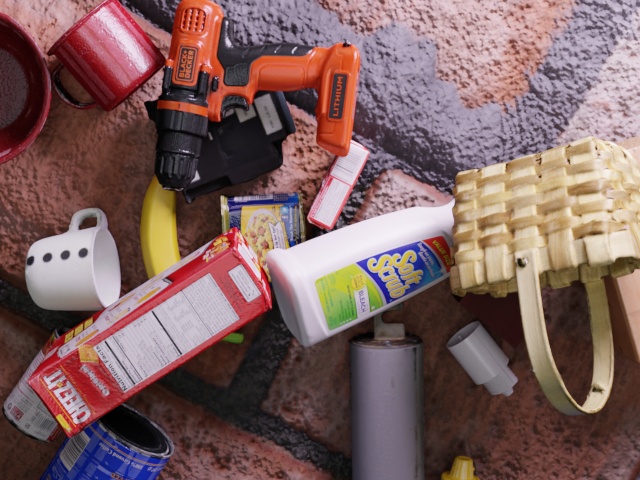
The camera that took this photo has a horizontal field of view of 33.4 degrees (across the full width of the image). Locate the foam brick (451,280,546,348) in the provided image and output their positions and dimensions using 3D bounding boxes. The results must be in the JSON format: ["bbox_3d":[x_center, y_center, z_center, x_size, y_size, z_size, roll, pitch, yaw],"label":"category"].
[{"bbox_3d":[0.184,0.064,1.101,0.078,0.051,0.053,39,94,-5],"label":"foam brick"}]

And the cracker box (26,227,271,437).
[{"bbox_3d":[-0.149,0.079,0.982,0.213,0.164,0.072,-33,98,0],"label":"cracker box"}]

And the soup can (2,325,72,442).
[{"bbox_3d":[-0.272,0.149,1.101,0.068,0.068,0.102,36,96,-5],"label":"soup can"}]

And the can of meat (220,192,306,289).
[{"bbox_3d":[-0.057,0.001,1.090,0.084,0.057,0.102,-3,98,-2],"label":"can of meat"}]

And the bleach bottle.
[{"bbox_3d":[0.076,0.011,1.062,0.250,0.068,0.102,-24,125,-15],"label":"bleach bottle"}]

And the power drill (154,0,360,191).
[{"bbox_3d":[-0.061,-0.128,1.010,0.187,0.057,0.184,8,91,2],"label":"power drill"}]

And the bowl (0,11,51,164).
[{"bbox_3d":[-0.343,-0.153,1.068,0.162,0.055,0.162,0,98,1],"label":"bowl"}]

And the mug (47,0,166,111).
[{"bbox_3d":[-0.216,-0.175,1.054,0.117,0.093,0.081,-37,101,18],"label":"mug"}]

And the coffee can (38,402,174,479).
[{"bbox_3d":[-0.230,0.247,1.096,0.103,0.103,0.140,33,96,-4],"label":"coffee can"}]

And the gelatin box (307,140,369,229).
[{"bbox_3d":[0.016,-0.058,1.074,0.030,0.073,0.089,26,97,-3],"label":"gelatin box"}]

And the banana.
[{"bbox_3d":[-0.147,0.026,1.102,0.069,0.037,0.198,-23,96,0],"label":"banana"}]
